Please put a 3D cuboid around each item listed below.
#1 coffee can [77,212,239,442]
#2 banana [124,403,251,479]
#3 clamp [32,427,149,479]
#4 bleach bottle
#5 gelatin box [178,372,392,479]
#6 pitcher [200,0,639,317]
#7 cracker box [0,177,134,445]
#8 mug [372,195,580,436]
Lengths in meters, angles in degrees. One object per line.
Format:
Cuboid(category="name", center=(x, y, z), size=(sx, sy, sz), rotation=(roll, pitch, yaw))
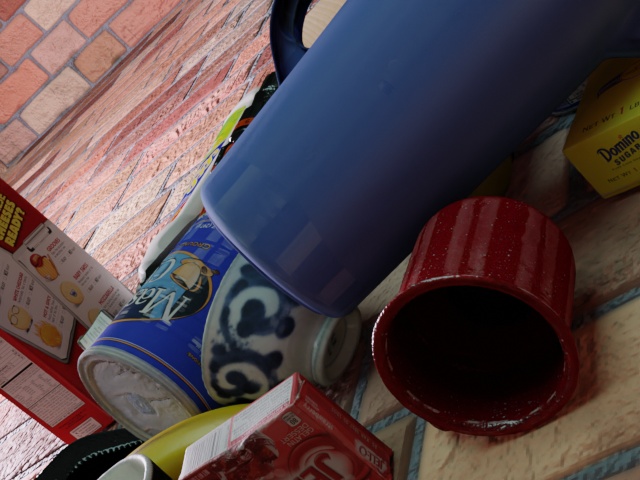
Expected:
Cuboid(category="coffee can", center=(-0.083, 0.062, 0.733), size=(0.103, 0.102, 0.140), rotation=(-21, 27, 52))
Cuboid(category="banana", center=(-0.083, 0.148, 0.657), size=(0.198, 0.069, 0.037), rotation=(-42, 6, 18))
Cuboid(category="clamp", center=(-0.188, 0.186, 0.734), size=(0.209, 0.036, 0.165), rotation=(-36, 45, -21))
Cuboid(category="bleach bottle", center=(-0.110, -0.036, 1.072), size=(0.103, 0.068, 0.250), rotation=(-31, 25, 57))
Cuboid(category="gelatin box", center=(-0.018, 0.119, 0.561), size=(0.089, 0.073, 0.030), rotation=(-37, 23, 25))
Cuboid(category="pitcher", center=(0.043, -0.086, 0.575), size=(0.243, 0.144, 0.149), rotation=(-48, 29, 6))
Cuboid(category="cracker box", center=(-0.265, 0.063, 0.976), size=(0.072, 0.213, 0.164), rotation=(-38, 21, 26))
Cuboid(category="mug", center=(0.076, 0.041, 0.516), size=(0.081, 0.093, 0.117), rotation=(-65, -10, -53))
